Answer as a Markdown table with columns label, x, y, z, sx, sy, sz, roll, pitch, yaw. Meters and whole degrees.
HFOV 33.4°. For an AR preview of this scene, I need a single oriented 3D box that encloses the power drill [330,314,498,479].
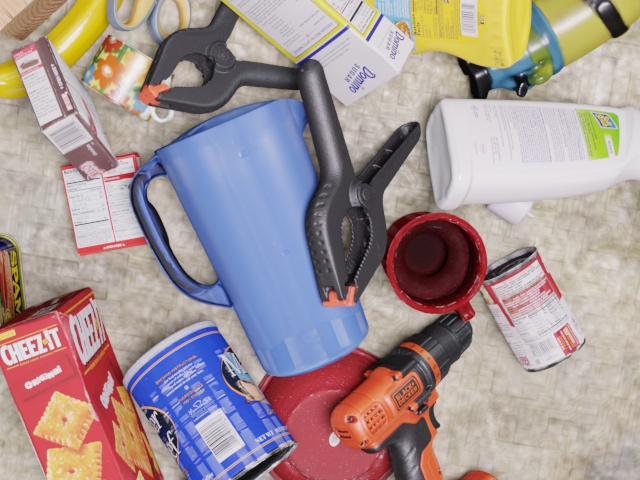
| label | x | y | z | sx | sy | sz | roll | pitch | yaw |
| --- | --- | --- | --- | --- | --- | --- | --- | --- | --- |
| power drill | 0.109 | 0.184 | 1.012 | 0.184 | 0.057 | 0.187 | -36 | 105 | -32 |

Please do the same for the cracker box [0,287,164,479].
| label | x | y | z | sx | sy | sz | roll | pitch | yaw |
| --- | --- | --- | --- | --- | --- | --- | --- | --- | --- |
| cracker box | -0.213 | 0.159 | 0.972 | 0.072 | 0.164 | 0.214 | -20 | 96 | -1 |

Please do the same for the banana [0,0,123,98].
| label | x | y | z | sx | sy | sz | roll | pitch | yaw |
| --- | --- | --- | --- | --- | --- | --- | --- | --- | --- |
| banana | -0.238 | -0.192 | 0.989 | 0.197 | 0.069 | 0.037 | -44 | 76 | -9 |

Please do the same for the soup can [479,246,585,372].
| label | x | y | z | sx | sy | sz | roll | pitch | yaw |
| --- | --- | --- | --- | --- | --- | --- | --- | --- | --- |
| soup can | 0.200 | 0.066 | 1.020 | 0.068 | 0.068 | 0.102 | -30 | 96 | 1 |

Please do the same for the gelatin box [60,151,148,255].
| label | x | y | z | sx | sy | sz | roll | pitch | yaw |
| --- | --- | --- | --- | --- | --- | --- | --- | --- | --- |
| gelatin box | -0.203 | -0.035 | 1.022 | 0.073 | 0.030 | 0.089 | -10 | 95 | 1 |

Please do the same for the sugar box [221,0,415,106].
| label | x | y | z | sx | sy | sz | roll | pitch | yaw |
| --- | --- | --- | --- | --- | --- | --- | --- | --- | --- |
| sugar box | -0.009 | -0.204 | 0.961 | 0.176 | 0.094 | 0.048 | 37 | 61 | -19 |

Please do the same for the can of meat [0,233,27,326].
| label | x | y | z | sx | sy | sz | roll | pitch | yaw |
| --- | --- | --- | --- | --- | --- | --- | --- | --- | --- |
| can of meat | -0.316 | 0.048 | 1.000 | 0.057 | 0.084 | 0.102 | -4 | 95 | -1 |

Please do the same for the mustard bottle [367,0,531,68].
| label | x | y | z | sx | sy | sz | roll | pitch | yaw |
| --- | --- | --- | --- | --- | --- | --- | --- | --- | --- |
| mustard bottle | 0.092 | -0.215 | 0.964 | 0.192 | 0.058 | 0.096 | 14 | 126 | 32 |

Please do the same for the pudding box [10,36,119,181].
| label | x | y | z | sx | sy | sz | roll | pitch | yaw |
| --- | --- | --- | --- | --- | --- | --- | --- | --- | --- |
| pudding box | -0.228 | -0.116 | 0.960 | 0.039 | 0.113 | 0.090 | -26 | 68 | -3 |

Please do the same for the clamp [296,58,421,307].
| label | x | y | z | sx | sy | sz | roll | pitch | yaw |
| --- | --- | --- | --- | --- | --- | --- | --- | --- | --- |
| clamp | 0.021 | -0.047 | 0.945 | 0.164 | 0.036 | 0.210 | 31 | 63 | -41 |

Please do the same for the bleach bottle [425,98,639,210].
| label | x | y | z | sx | sy | sz | roll | pitch | yaw |
| --- | --- | --- | --- | --- | --- | --- | --- | --- | --- |
| bleach bottle | 0.228 | -0.079 | 0.990 | 0.250 | 0.068 | 0.102 | 0 | 66 | -12 |

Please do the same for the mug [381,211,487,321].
| label | x | y | z | sx | sy | sz | roll | pitch | yaw |
| --- | --- | --- | --- | --- | --- | --- | --- | --- | --- |
| mug | 0.109 | 0.026 | 1.005 | 0.093 | 0.081 | 0.117 | -37 | 99 | 0 |

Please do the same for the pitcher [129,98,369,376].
| label | x | y | z | sx | sy | sz | roll | pitch | yaw |
| --- | --- | --- | --- | --- | --- | --- | --- | --- | --- |
| pitcher | -0.056 | 0.001 | 0.982 | 0.149 | 0.144 | 0.243 | -15 | 101 | 41 |

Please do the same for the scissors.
| label | x | y | z | sx | sy | sz | roll | pitch | yaw |
| --- | --- | --- | --- | --- | --- | --- | --- | --- | --- |
| scissors | -0.131 | -0.269 | 1.003 | 0.096 | 0.016 | 0.201 | 44 | 67 | -40 |

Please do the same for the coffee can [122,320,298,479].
| label | x | y | z | sx | sy | sz | roll | pitch | yaw |
| --- | --- | --- | --- | --- | --- | --- | --- | --- | --- |
| coffee can | -0.102 | 0.159 | 0.985 | 0.103 | 0.102 | 0.140 | -37 | 75 | 2 |

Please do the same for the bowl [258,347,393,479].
| label | x | y | z | sx | sy | sz | roll | pitch | yaw |
| --- | --- | --- | --- | --- | --- | --- | --- | --- | --- |
| bowl | 0.011 | 0.183 | 1.033 | 0.162 | 0.055 | 0.162 | 0 | 96 | -1 |

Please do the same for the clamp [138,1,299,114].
| label | x | y | z | sx | sy | sz | roll | pitch | yaw |
| --- | --- | --- | --- | --- | --- | --- | --- | --- | --- |
| clamp | -0.086 | -0.159 | 0.979 | 0.120 | 0.039 | 0.171 | 49 | 62 | -4 |
